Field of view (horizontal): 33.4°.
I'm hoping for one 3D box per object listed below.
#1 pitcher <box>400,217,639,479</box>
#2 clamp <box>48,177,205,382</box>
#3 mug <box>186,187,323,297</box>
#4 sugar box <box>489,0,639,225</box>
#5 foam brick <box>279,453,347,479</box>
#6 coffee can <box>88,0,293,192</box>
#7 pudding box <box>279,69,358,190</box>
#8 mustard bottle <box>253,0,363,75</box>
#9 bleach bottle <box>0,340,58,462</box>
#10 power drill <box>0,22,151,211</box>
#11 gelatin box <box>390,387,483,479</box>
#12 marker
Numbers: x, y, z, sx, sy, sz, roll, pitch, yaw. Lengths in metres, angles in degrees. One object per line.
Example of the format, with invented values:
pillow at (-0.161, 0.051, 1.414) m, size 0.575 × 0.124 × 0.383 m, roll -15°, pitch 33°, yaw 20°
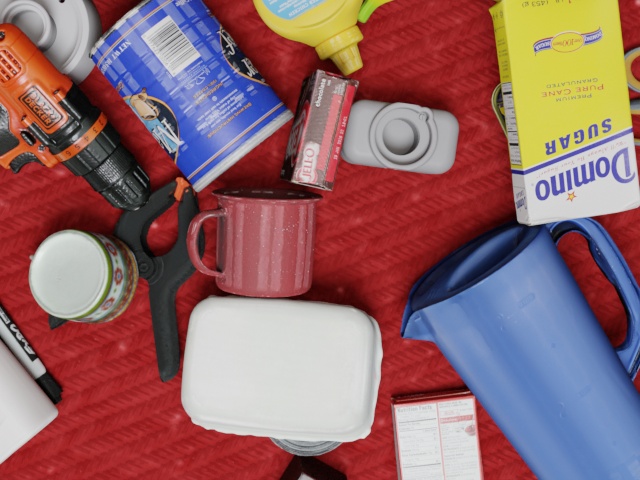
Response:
pitcher at (0.197, 0.104, 0.897) m, size 0.243 × 0.149 × 0.144 m, roll 55°, pitch 46°, yaw -9°
clamp at (-0.141, 0.032, 0.909) m, size 0.120 × 0.039 × 0.171 m, roll 33°, pitch 94°, yaw -3°
mug at (-0.056, 0.001, 0.884) m, size 0.117 × 0.093 × 0.081 m, roll -3°, pitch 100°, yaw -34°
sugar box at (0.192, -0.105, 0.835) m, size 0.093 × 0.048 × 0.176 m, roll -10°, pitch 94°, yaw -3°
foam brick at (-0.009, 0.222, 0.914) m, size 0.053 × 0.078 × 0.051 m, roll 31°, pitch 92°, yaw -4°
coffee can at (-0.104, -0.125, 0.870) m, size 0.103 × 0.103 × 0.140 m, roll -39°, pitch 96°, yaw -1°
pudding box at (-0.003, -0.089, 0.874) m, size 0.039 × 0.113 × 0.090 m, roll 14°, pitch 92°, yaw -6°
mustard bottle at (-0.017, -0.226, 0.890) m, size 0.096 × 0.058 × 0.191 m, roll -27°, pitch 96°, yaw 8°
bleach bottle at (-0.334, 0.079, 0.887) m, size 0.103 × 0.068 × 0.251 m, roll -39°, pitch 91°, yaw 19°
power drill at (-0.256, -0.056, 0.866) m, size 0.188 × 0.057 × 0.184 m, roll -36°, pitch 113°, yaw 9°
gelatin box at (0.102, 0.179, 0.943) m, size 0.073 × 0.030 × 0.089 m, roll -6°, pitch 94°, yaw -2°
marker at (-0.260, 0.091, 0.916) m, size 0.020 × 0.020 × 0.121 m, roll -34°, pitch 96°, yaw -1°
